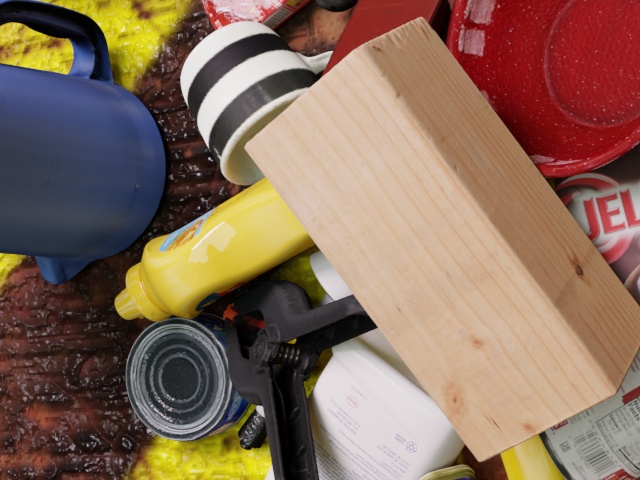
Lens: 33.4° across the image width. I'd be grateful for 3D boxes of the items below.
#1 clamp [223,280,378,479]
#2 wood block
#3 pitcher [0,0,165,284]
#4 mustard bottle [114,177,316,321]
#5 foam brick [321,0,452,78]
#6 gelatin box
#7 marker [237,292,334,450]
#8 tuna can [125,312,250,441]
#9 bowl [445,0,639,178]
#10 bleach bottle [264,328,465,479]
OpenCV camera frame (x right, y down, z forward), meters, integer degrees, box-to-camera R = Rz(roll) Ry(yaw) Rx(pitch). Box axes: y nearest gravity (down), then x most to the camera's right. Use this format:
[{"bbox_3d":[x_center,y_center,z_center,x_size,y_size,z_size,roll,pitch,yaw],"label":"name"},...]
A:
[{"bbox_3d":[-0.016,0.062,0.637,0.120,0.039,0.172,-59,30,10],"label":"clamp"},{"bbox_3d":[0.069,-0.003,0.562,0.090,0.090,0.206,-37,90,35],"label":"wood block"},{"bbox_3d":[-0.210,-0.063,0.666,0.145,0.242,0.149,-35,77,17],"label":"pitcher"},{"bbox_3d":[-0.054,0.001,0.675,0.192,0.096,0.058,-29,98,21],"label":"mustard bottle"},{"bbox_3d":[0.043,-0.108,0.643,0.051,0.053,0.078,17,71,22],"label":"foam brick"},{"bbox_3d":[-0.051,-0.182,0.712,0.073,0.030,0.089,-35,76,19],"label":"gelatin box"},{"bbox_3d":[-0.020,0.088,0.701,0.020,0.020,0.121,37,104,20],"label":"marker"},{"bbox_3d":[-0.089,0.092,0.724,0.086,0.033,0.086,0,89,24],"label":"tuna can"},{"bbox_3d":[0.148,-0.111,0.594,0.162,0.055,0.162,-7,79,44],"label":"bowl"},{"bbox_3d":[-0.006,0.180,0.673,0.103,0.068,0.251,38,107,22],"label":"bleach bottle"}]
